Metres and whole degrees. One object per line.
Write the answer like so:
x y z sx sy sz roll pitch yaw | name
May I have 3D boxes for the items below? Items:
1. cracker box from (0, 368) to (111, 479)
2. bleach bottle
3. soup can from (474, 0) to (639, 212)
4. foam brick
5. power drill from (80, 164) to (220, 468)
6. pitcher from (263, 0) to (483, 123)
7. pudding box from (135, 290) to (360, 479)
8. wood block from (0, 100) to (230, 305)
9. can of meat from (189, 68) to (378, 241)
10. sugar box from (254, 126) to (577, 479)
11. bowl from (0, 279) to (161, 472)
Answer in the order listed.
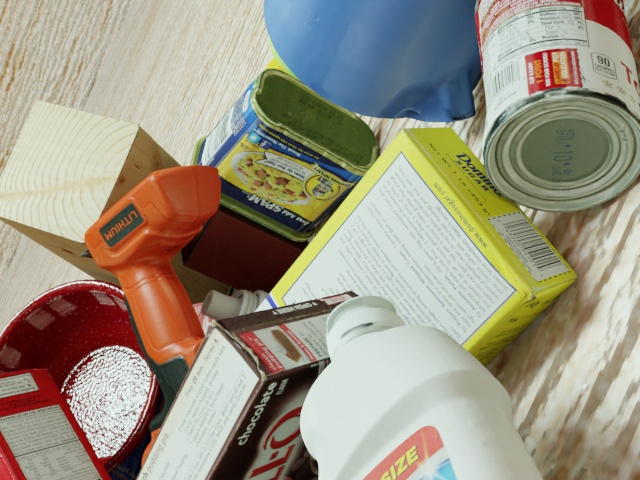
-0.180 0.214 0.674 0.214 0.071 0.164 53 125 22 | cracker box
0.035 0.121 0.324 0.103 0.068 0.251 -40 41 22 | bleach bottle
0.102 -0.071 0.464 0.069 0.068 0.102 -46 27 41 | soup can
-0.055 0.001 0.763 0.051 0.078 0.053 -57 23 18 | foam brick
-0.068 0.054 0.639 0.185 0.057 0.188 -32 72 43 | power drill
0.057 -0.188 0.523 0.243 0.149 0.145 117 174 -54 | pitcher
-0.025 0.079 0.451 0.039 0.089 0.114 41 120 28 | pudding box
-0.142 -0.013 0.807 0.090 0.091 0.206 -68 -24 -13 | wood block
-0.023 -0.057 0.718 0.084 0.102 0.057 -44 28 41 | can of meat
0.025 0.041 0.494 0.093 0.048 0.176 54 127 21 | sugar box
-0.175 0.113 0.789 0.162 0.055 0.162 -10 64 22 | bowl
